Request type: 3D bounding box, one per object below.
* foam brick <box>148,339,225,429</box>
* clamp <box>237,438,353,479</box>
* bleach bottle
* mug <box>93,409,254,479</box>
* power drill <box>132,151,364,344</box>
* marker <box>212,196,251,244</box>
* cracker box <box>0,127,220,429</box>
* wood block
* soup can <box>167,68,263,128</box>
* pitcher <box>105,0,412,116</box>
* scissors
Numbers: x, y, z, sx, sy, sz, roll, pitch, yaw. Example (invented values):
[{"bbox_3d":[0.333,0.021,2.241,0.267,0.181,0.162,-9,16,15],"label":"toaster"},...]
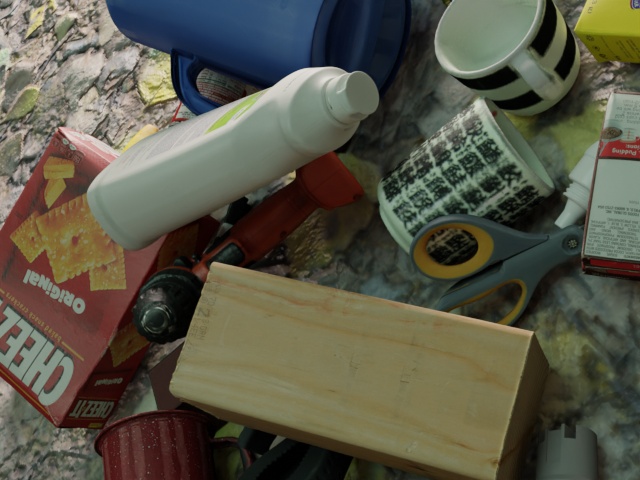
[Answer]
[{"bbox_3d":[-0.087,0.107,0.833,0.078,0.053,0.051,-40,45,17],"label":"foam brick"},{"bbox_3d":[-0.054,0.189,0.706,0.165,0.036,0.209,-16,24,52],"label":"clamp"},{"bbox_3d":[-0.059,-0.062,0.746,0.251,0.068,0.102,-16,27,48],"label":"bleach bottle"},{"bbox_3d":[-0.106,0.180,0.792,0.117,0.093,0.081,-10,57,-5],"label":"mug"},{"bbox_3d":[-0.055,0.001,0.796,0.188,0.057,0.184,-37,5,5],"label":"power drill"},{"bbox_3d":[-0.088,0.017,0.914,0.020,0.020,0.121,9,72,45],"label":"marker"},{"bbox_3d":[-0.210,0.031,0.931,0.164,0.072,0.214,34,96,28],"label":"cracker box"},{"bbox_3d":[0.025,0.086,0.660,0.206,0.090,0.090,12,74,22],"label":"wood block"},{"bbox_3d":[-0.088,-0.133,0.968,0.069,0.068,0.102,6,70,44],"label":"soup can"},{"bbox_3d":[-0.062,-0.181,0.867,0.243,0.145,0.149,21,36,32],"label":"pitcher"},{"bbox_3d":[0.142,-0.010,0.678,0.202,0.096,0.016,-40,7,20],"label":"scissors"}]
